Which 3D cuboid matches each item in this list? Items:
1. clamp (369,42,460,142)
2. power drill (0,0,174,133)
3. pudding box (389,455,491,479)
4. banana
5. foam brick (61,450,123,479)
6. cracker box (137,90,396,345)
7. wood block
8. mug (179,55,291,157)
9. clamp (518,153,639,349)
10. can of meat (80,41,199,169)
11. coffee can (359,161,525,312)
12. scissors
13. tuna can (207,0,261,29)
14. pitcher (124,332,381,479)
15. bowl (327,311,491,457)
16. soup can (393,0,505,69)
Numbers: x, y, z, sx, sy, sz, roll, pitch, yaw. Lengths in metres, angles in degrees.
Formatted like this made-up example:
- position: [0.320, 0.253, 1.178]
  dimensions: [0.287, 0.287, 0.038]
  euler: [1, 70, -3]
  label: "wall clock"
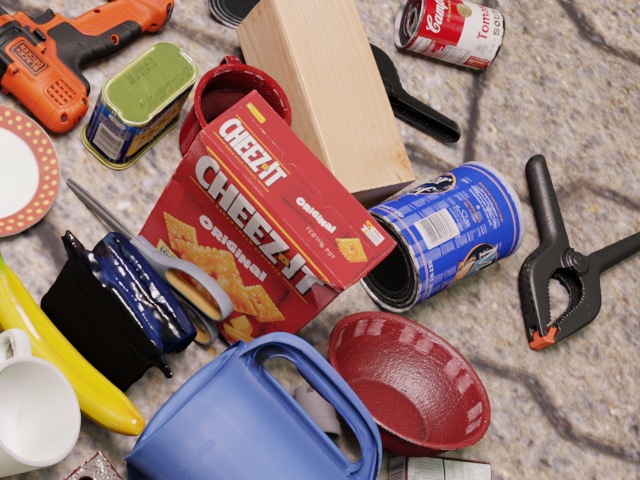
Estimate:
- position: [0.054, -0.141, 1.098]
  dimensions: [0.171, 0.039, 0.120]
  euler: [46, 52, 7]
  label: "clamp"
- position: [-0.244, -0.212, 0.992]
  dimensions: [0.184, 0.057, 0.187]
  euler: [46, 61, -3]
  label: "power drill"
- position: [0.108, 0.250, 0.950]
  dimensions: [0.090, 0.039, 0.113]
  euler: [11, 66, -19]
  label: "pudding box"
- position: [-0.214, 0.090, 0.860]
  dimensions: [0.037, 0.070, 0.198]
  euler: [-39, 80, -25]
  label: "banana"
- position: [-0.175, 0.214, 0.836]
  dimensions: [0.052, 0.051, 0.078]
  euler: [-37, 85, -32]
  label: "foam brick"
- position: [-0.056, 0.001, 0.885]
  dimensions: [0.164, 0.214, 0.072]
  euler: [47, 58, 1]
  label: "cracker box"
- position: [0.002, -0.132, 1.023]
  dimensions: [0.090, 0.090, 0.206]
  euler: [-12, 79, -32]
  label: "wood block"
- position: [-0.086, -0.116, 1.001]
  dimensions: [0.093, 0.082, 0.117]
  euler: [0, 68, -23]
  label: "mug"
- position: [0.252, 0.017, 1.114]
  dimensions: [0.164, 0.036, 0.209]
  euler: [37, 59, -5]
  label: "clamp"
- position: [-0.163, -0.124, 0.970]
  dimensions: [0.057, 0.084, 0.102]
  euler: [43, 59, -1]
  label: "can of meat"
- position: [0.111, -0.005, 1.025]
  dimensions: [0.140, 0.103, 0.103]
  euler: [-25, 80, -30]
  label: "coffee can"
- position: [-0.152, 0.024, 0.941]
  dimensions: [0.202, 0.096, 0.016]
  euler: [31, 51, 29]
  label: "scissors"
- position: [-0.068, -0.248, 1.064]
  dimensions: [0.086, 0.086, 0.034]
  euler: [12, 62, -18]
  label: "tuna can"
- position: [-0.023, 0.199, 0.858]
  dimensions: [0.243, 0.149, 0.144]
  euler: [45, 59, -3]
  label: "pitcher"
- position: [0.069, 0.138, 0.951]
  dimensions: [0.162, 0.055, 0.162]
  euler: [21, 32, -14]
  label: "bowl"
- position: [0.140, -0.229, 1.156]
  dimensions: [0.102, 0.069, 0.068]
  euler: [12, 64, -19]
  label: "soup can"
